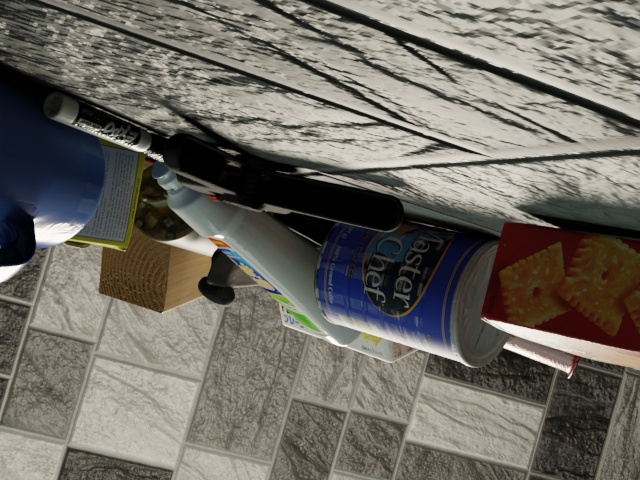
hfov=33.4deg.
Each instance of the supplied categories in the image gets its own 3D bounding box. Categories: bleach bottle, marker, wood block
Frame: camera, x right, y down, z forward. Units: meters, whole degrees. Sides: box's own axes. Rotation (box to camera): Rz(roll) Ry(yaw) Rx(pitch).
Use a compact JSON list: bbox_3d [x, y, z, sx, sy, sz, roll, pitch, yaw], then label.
[{"bbox_3d":[-0.056,0.001,0.951,0.250,0.068,0.103,41,173,-36],"label":"bleach bottle"},{"bbox_3d":[-0.145,-0.078,0.752,0.020,0.020,0.121,14,177,33],"label":"marker"},{"bbox_3d":[-0.162,0.011,1.267,0.091,0.090,0.205,15,-164,23],"label":"wood block"}]

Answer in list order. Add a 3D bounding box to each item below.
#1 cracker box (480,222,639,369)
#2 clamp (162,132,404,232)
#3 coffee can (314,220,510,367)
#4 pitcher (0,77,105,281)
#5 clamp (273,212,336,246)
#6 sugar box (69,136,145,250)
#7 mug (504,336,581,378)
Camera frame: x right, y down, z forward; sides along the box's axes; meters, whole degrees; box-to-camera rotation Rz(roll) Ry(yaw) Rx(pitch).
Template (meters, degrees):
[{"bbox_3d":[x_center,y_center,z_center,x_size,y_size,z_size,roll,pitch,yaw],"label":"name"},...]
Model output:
[{"bbox_3d":[0.229,0.050,0.621,0.163,0.072,0.214,18,176,-41],"label":"cracker box"},{"bbox_3d":[-0.058,-0.043,0.756,0.164,0.036,0.210,17,177,-27],"label":"clamp"},{"bbox_3d":[0.080,0.037,0.879,0.141,0.103,0.102,14,177,37],"label":"coffee can"},{"bbox_3d":[-0.240,-0.049,0.684,0.145,0.149,0.242,6,177,22],"label":"pitcher"},{"bbox_3d":[0.028,0.005,1.014,0.171,0.039,0.120,34,-179,-15],"label":"clamp"},{"bbox_3d":[-0.235,-0.050,0.867,0.175,0.093,0.048,10,179,-32],"label":"sugar box"},{"bbox_3d":[0.226,0.078,1.059,0.081,0.093,0.117,20,171,11],"label":"mug"}]
